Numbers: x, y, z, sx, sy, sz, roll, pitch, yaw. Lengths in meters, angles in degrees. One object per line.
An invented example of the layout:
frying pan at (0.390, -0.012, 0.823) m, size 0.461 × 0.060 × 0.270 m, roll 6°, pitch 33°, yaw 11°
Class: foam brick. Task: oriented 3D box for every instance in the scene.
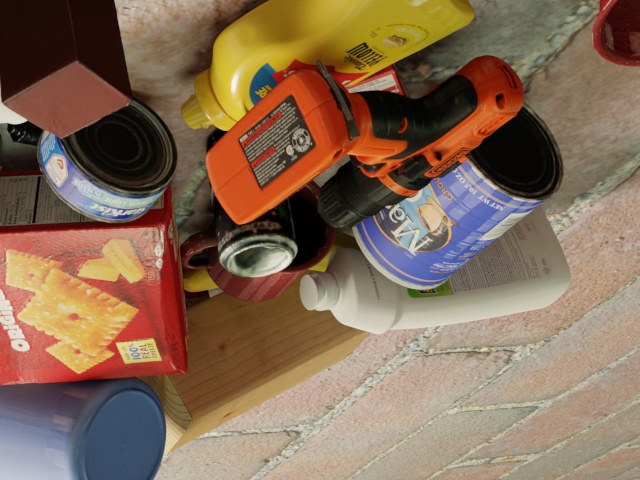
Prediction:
foam brick at (-0.144, -0.106, 0.592) m, size 0.053 × 0.078 × 0.051 m, roll -23°, pitch 151°, yaw 18°

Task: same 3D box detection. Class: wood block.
wood block at (-0.062, 0.093, 0.946) m, size 0.205 × 0.090 × 0.091 m, roll -24°, pitch 164°, yaw -33°

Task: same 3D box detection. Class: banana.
banana at (-0.026, 0.017, 0.914) m, size 0.197 × 0.069 × 0.037 m, roll 4°, pitch 132°, yaw -21°

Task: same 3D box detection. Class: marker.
marker at (-0.161, -0.064, 0.736) m, size 0.020 × 0.020 × 0.120 m, roll -33°, pitch 148°, yaw 34°

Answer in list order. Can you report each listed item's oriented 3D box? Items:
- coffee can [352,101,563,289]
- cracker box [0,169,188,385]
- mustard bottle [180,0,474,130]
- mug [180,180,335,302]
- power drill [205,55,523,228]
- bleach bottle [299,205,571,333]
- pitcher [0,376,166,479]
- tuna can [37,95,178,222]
coffee can at (0.102, -0.039, 0.825) m, size 0.102 × 0.103 × 0.141 m, roll 4°, pitch 149°, yaw -33°
cracker box at (-0.207, 0.031, 0.768) m, size 0.213 × 0.072 × 0.164 m, roll -4°, pitch 135°, yaw -5°
mustard bottle at (-0.008, -0.119, 0.657) m, size 0.192 × 0.058 × 0.096 m, roll -26°, pitch 162°, yaw 24°
mug at (-0.055, 0.001, 0.837) m, size 0.117 × 0.093 × 0.082 m, roll -15°, pitch 162°, yaw -28°
power drill at (0.019, -0.056, 0.687) m, size 0.187 × 0.057 × 0.185 m, roll -12°, pitch 159°, yaw -49°
bleach bottle at (0.094, 0.024, 0.919) m, size 0.250 × 0.102 × 0.068 m, roll -6°, pitch 151°, yaw -31°
pitcher at (-0.243, 0.150, 0.897) m, size 0.243 × 0.149 × 0.145 m, roll 4°, pitch 139°, yaw 34°
tuna can at (-0.136, -0.056, 0.688) m, size 0.085 × 0.086 × 0.034 m, roll 6°, pitch 146°, yaw -36°
